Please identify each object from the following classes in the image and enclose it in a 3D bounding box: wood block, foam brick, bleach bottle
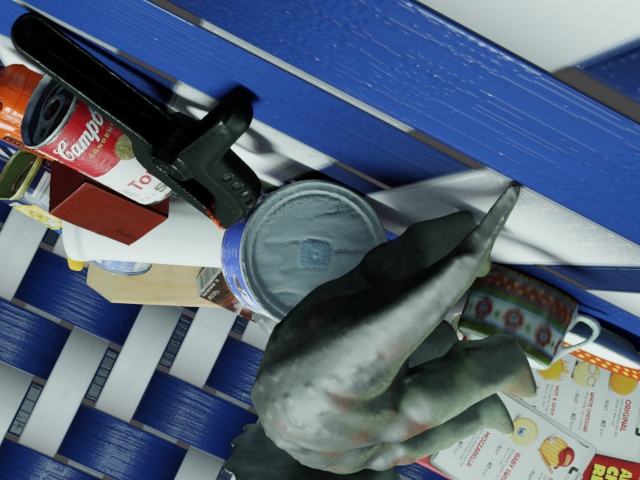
[{"bbox_3d":[-0.155,0.024,1.247,0.205,0.090,0.091,5,-170,-32],"label":"wood block"},{"bbox_3d":[-0.162,-0.039,0.821,0.053,0.051,0.078,-31,140,34],"label":"foam brick"},{"bbox_3d":[-0.089,-0.007,0.916,0.251,0.068,0.102,7,-166,21],"label":"bleach bottle"}]

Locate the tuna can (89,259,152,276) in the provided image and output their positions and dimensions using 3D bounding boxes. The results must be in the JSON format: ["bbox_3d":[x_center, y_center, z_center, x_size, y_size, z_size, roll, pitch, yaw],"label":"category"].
[{"bbox_3d":[-0.209,-0.002,1.102,0.086,0.034,0.086,22,-154,-11],"label":"tuna can"}]

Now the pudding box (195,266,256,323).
[{"bbox_3d":[-0.073,0.032,1.195,0.089,0.114,0.039,29,-154,-32],"label":"pudding box"}]

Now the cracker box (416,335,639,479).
[{"bbox_3d":[0.212,0.171,0.964,0.214,0.164,0.072,22,177,30],"label":"cracker box"}]

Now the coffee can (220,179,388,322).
[{"bbox_3d":[-0.016,0.011,0.784,0.102,0.103,0.140,26,175,-10],"label":"coffee can"}]

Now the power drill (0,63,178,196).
[{"bbox_3d":[-0.208,-0.094,0.913,0.184,0.057,0.188,29,172,-30],"label":"power drill"}]

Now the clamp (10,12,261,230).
[{"bbox_3d":[-0.099,-0.066,0.678,0.165,0.036,0.210,26,165,16],"label":"clamp"}]

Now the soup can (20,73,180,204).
[{"bbox_3d":[-0.149,-0.074,0.753,0.102,0.068,0.069,29,173,-39],"label":"soup can"}]

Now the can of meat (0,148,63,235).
[{"bbox_3d":[-0.265,-0.045,1.049,0.083,0.057,0.102,33,165,-28],"label":"can of meat"}]
